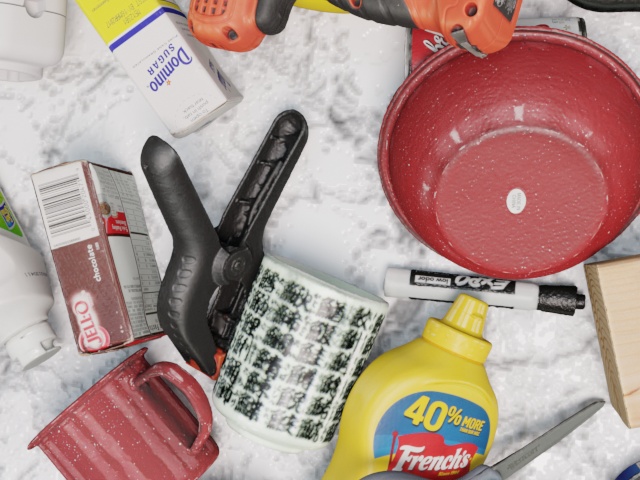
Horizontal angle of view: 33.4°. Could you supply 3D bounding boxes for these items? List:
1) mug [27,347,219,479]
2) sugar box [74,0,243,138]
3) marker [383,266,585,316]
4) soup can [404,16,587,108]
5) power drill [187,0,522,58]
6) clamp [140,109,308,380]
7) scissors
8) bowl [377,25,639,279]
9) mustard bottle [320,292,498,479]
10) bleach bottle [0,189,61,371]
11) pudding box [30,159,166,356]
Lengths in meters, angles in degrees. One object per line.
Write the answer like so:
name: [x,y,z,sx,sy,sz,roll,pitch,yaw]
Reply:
mug: [-0.108,0.118,0.645,0.081,0.093,0.117,49,118,2]
sugar box: [-0.116,-0.144,0.635,0.048,0.093,0.176,-32,96,6]
marker: [0.100,0.031,0.651,0.121,0.020,0.020,6,90,9]
soup can: [0.102,-0.097,0.628,0.102,0.068,0.068,1,89,8]
power drill: [0.024,-0.181,0.572,0.188,0.057,0.184,16,95,27]
clamp: [-0.054,0.001,0.643,0.039,0.120,0.171,34,133,39]
scissors: [0.079,0.130,0.597,0.201,0.016,0.096,-41,126,-14]
bowl: [0.110,-0.034,0.593,0.162,0.055,0.162,4,123,6]
mustard bottle: [0.053,0.122,0.628,0.096,0.058,0.191,22,92,-27]
bleach bottle: [-0.241,-0.031,0.664,0.068,0.102,0.251,-34,83,12]
pudding box: [-0.130,0.011,0.653,0.039,0.090,0.113,-14,87,7]
